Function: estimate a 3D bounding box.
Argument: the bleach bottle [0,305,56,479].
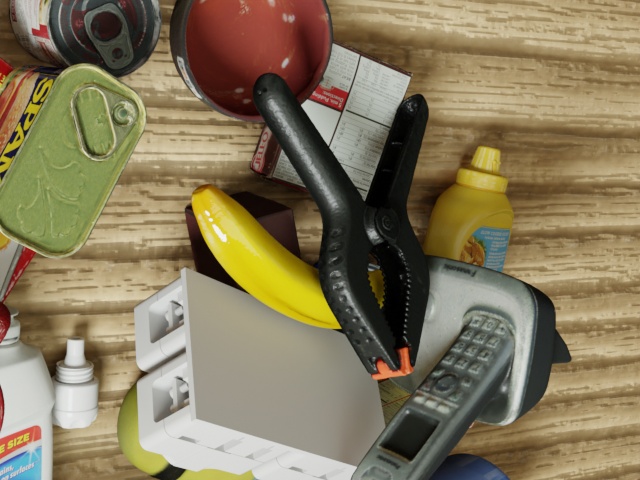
[{"bbox_3d":[-0.230,0.168,0.709,0.102,0.068,0.251,-2,104,-37],"label":"bleach bottle"}]

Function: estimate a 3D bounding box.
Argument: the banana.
[{"bbox_3d":[-0.014,0.020,0.718,0.197,0.037,0.069,20,59,-45],"label":"banana"}]

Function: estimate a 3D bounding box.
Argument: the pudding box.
[{"bbox_3d":[0.009,-0.088,0.792,0.089,0.039,0.113,17,96,-33],"label":"pudding box"}]

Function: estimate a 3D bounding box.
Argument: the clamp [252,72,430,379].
[{"bbox_3d":[0.024,-0.013,0.715,0.164,0.036,0.210,8,72,-43],"label":"clamp"}]

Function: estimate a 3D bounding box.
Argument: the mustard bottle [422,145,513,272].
[{"bbox_3d":[0.115,0.018,0.862,0.096,0.058,0.192,3,102,-53],"label":"mustard bottle"}]

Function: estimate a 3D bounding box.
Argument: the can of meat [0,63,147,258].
[{"bbox_3d":[-0.154,-0.049,0.595,0.057,0.084,0.102,31,82,-36],"label":"can of meat"}]

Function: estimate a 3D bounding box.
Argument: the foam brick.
[{"bbox_3d":[-0.055,0.001,0.757,0.052,0.078,0.051,-17,109,-25],"label":"foam brick"}]

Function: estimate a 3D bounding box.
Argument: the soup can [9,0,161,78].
[{"bbox_3d":[-0.147,-0.137,0.654,0.068,0.102,0.068,-8,107,-27],"label":"soup can"}]
